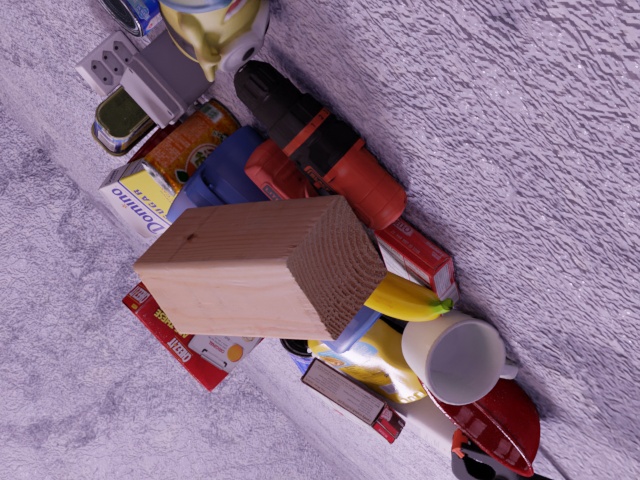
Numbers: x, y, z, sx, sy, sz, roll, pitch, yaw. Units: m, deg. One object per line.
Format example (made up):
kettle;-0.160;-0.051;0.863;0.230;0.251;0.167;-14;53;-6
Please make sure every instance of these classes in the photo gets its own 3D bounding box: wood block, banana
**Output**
wood block;-0.057;0.025;0.947;0.207;0.090;0.090;-2;128;45
banana;0.036;0.027;0.977;0.198;0.037;0.070;26;147;20

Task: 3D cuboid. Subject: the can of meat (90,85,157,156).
can of meat;-0.229;-0.157;1.298;0.057;0.102;0.084;46;166;-4

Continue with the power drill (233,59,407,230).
power drill;-0.017;-0.074;0.967;0.184;0.057;0.188;45;168;-4

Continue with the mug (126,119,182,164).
mug;-0.192;-0.099;1.367;0.081;0.093;0.117;43;144;-12

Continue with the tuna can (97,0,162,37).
tuna can;-0.194;-0.244;1.059;0.086;0.033;0.086;43;167;12

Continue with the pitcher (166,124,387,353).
pitcher;-0.035;0.005;1.111;0.243;0.149;0.145;41;145;4

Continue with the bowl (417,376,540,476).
bowl;0.179;0.175;1.133;0.162;0.055;0.162;43;167;12

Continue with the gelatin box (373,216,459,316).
gelatin box;0.091;0.022;0.992;0.073;0.030;0.089;40;166;29

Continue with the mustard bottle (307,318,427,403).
mustard bottle;0.044;0.118;1.215;0.191;0.058;0.096;33;145;-25

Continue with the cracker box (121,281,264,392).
cracker box;-0.132;0.067;1.430;0.164;0.213;0.072;52;166;-27

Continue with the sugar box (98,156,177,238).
sugar box;-0.180;-0.063;1.293;0.177;0.048;0.093;-19;122;38

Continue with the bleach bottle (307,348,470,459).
bleach bottle;0.091;0.188;1.336;0.251;0.068;0.102;30;163;21

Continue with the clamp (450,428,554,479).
clamp;0.203;0.281;1.248;0.171;0.120;0.039;37;-145;-18

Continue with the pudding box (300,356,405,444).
pudding box;0.040;0.192;1.276;0.114;0.039;0.090;27;167;29
